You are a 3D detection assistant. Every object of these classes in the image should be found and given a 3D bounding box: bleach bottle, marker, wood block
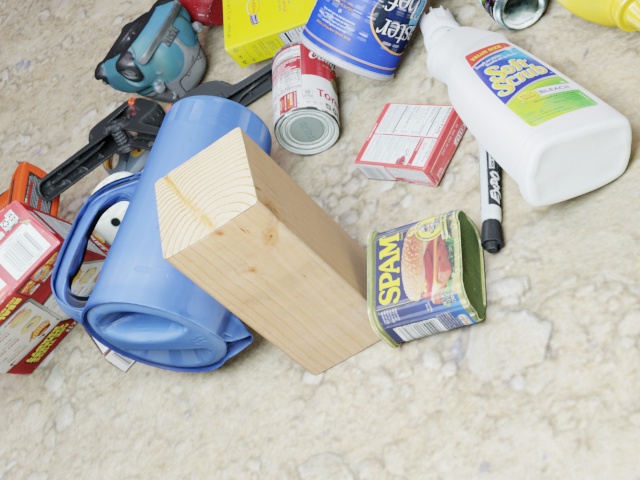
[{"bbox_3d":[0.157,-0.126,0.928,0.102,0.068,0.251,-18,38,-15],"label":"bleach bottle"},{"bbox_3d":[0.146,-0.041,0.918,0.020,0.020,0.121,-17,49,29],"label":"marker"},{"bbox_3d":[-0.035,0.016,0.883,0.090,0.205,0.091,-31,44,17],"label":"wood block"}]

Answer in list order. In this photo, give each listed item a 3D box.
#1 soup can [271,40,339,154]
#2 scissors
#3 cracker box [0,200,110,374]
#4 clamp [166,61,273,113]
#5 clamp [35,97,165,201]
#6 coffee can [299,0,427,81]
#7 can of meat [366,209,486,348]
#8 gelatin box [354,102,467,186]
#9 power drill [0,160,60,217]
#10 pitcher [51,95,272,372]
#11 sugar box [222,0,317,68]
[{"bbox_3d":[-0.016,-0.147,1.097,0.069,0.068,0.102,-24,47,24],"label":"soup can"},{"bbox_3d":[-0.220,-0.068,1.243,0.096,0.016,0.202,-30,44,18],"label":"scissors"},{"bbox_3d":[-0.300,0.053,1.072,0.072,0.213,0.164,43,90,10],"label":"cracker box"},{"bbox_3d":[-0.108,-0.138,1.190,0.172,0.039,0.120,-11,48,38],"label":"clamp"},{"bbox_3d":[-0.233,-0.112,1.201,0.164,0.036,0.210,-22,24,4],"label":"clamp"},{"bbox_3d":[0.053,-0.242,1.050,0.103,0.102,0.140,50,122,48],"label":"coffee can"},{"bbox_3d":[0.088,0.030,0.885,0.084,0.057,0.102,-17,50,25],"label":"can of meat"},{"bbox_3d":[0.086,-0.091,0.999,0.089,0.030,0.073,10,64,43],"label":"gelatin box"},{"bbox_3d":[-0.372,0.010,1.183,0.188,0.057,0.184,-31,43,27],"label":"power drill"},{"bbox_3d":[-0.132,-0.013,0.986,0.145,0.149,0.242,-19,48,43],"label":"pitcher"},{"bbox_3d":[-0.022,-0.262,1.182,0.176,0.048,0.093,-18,58,20],"label":"sugar box"}]
